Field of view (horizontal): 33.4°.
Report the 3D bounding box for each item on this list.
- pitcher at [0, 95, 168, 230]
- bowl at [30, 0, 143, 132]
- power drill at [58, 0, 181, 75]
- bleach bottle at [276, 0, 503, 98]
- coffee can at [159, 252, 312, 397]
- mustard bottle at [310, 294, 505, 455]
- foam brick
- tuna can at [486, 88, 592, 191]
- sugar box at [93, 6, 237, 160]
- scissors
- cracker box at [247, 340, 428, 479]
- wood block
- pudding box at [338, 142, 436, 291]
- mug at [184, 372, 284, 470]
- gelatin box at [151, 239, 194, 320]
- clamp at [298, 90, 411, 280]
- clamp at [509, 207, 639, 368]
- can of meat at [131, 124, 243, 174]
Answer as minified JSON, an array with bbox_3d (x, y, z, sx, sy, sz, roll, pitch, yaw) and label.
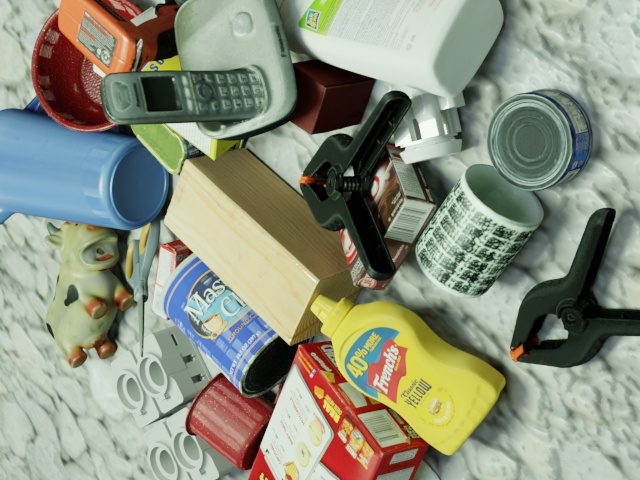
[{"bbox_3d":[-0.299,-0.093,1.290,0.243,0.144,0.149,11,121,35],"label":"pitcher"},{"bbox_3d":[-0.250,-0.201,1.232,0.162,0.055,0.162,-1,87,18],"label":"bowl"},{"bbox_3d":[-0.169,-0.233,1.086,0.184,0.187,0.057,42,132,22],"label":"power drill"},{"bbox_3d":[0.040,-0.206,0.986,0.251,0.068,0.102,25,80,41],"label":"bleach bottle"},{"bbox_3d":[-0.092,0.086,1.158,0.140,0.102,0.103,42,125,26],"label":"coffee can"},{"bbox_3d":[0.072,0.113,1.013,0.192,0.058,0.096,36,123,8],"label":"mustard bottle"},{"bbox_3d":[0.004,-0.141,1.031,0.051,0.078,0.053,36,123,27],"label":"foam brick"},{"bbox_3d":[0.186,-0.086,0.914,0.086,0.033,0.086,12,109,39],"label":"tuna can"},{"bbox_3d":[-0.145,-0.168,1.121,0.176,0.093,0.048,37,146,14],"label":"sugar box"},{"bbox_3d":[-0.201,0.041,1.232,0.096,0.016,0.202,-65,25,20],"label":"scissors"},{"bbox_3d":[0.012,0.236,1.108,0.164,0.071,0.214,48,130,41],"label":"cracker box"},{"bbox_3d":[-0.057,0.002,1.114,0.206,0.090,0.090,42,126,26],"label":"wood block"},{"bbox_3d":[0.060,-0.022,1.013,0.114,0.039,0.090,-59,30,32],"label":"pudding box"},{"bbox_3d":[-0.084,0.194,1.200,0.082,0.093,0.117,34,85,25],"label":"mug"},{"bbox_3d":[-0.152,0.040,1.220,0.030,0.073,0.089,26,117,33],"label":"gelatin box"},{"bbox_3d":[0.028,-0.044,1.001,0.210,0.036,0.164,174,101,-68],"label":"clamp"},{"bbox_3d":[0.221,0.050,0.914,0.172,0.039,0.120,-31,79,42],"label":"clamp"},{"bbox_3d":[-0.147,-0.125,1.158,0.102,0.083,0.057,45,139,24],"label":"can of meat"}]
